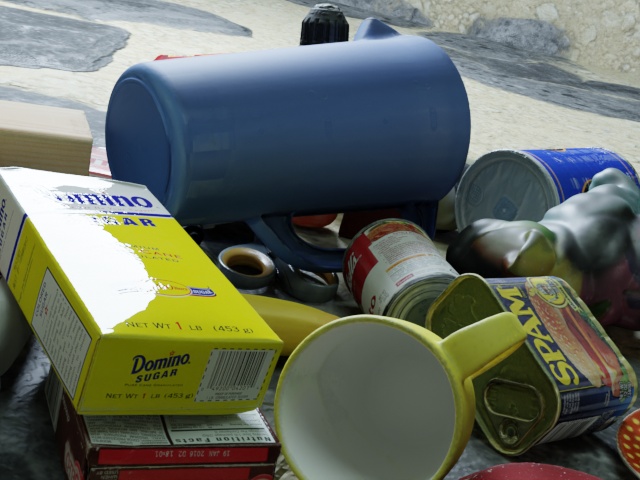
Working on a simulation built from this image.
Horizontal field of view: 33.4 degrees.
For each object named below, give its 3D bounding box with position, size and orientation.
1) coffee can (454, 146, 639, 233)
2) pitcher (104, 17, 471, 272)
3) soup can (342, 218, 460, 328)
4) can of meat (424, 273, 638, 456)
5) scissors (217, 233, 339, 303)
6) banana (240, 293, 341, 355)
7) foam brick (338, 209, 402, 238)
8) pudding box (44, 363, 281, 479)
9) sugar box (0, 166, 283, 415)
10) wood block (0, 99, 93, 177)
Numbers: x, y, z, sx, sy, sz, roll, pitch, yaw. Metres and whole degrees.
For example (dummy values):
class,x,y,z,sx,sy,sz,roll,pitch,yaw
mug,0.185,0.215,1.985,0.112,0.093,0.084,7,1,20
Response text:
class,x,y,z,sx,sy,sz,roll,pitch,yaw
coffee can,0.200,-0.029,0.924,0.140,0.103,0.103,-6,25,-44
pitcher,-0.019,-0.065,0.751,0.242,0.145,0.149,-10,40,-36
soup can,0.059,0.034,0.700,0.068,0.068,0.102,7,19,-16
can of meat,0.123,0.068,0.617,0.083,0.058,0.102,0,49,-42
scissors,-0.055,0.001,0.813,0.096,0.016,0.202,1,21,-30
banana,-0.077,0.049,0.612,0.197,0.037,0.070,5,10,-33
foam brick,0.053,-0.040,0.905,0.053,0.078,0.051,17,18,8
pudding box,-0.079,0.084,0.511,0.089,0.039,0.114,5,21,-23
sugar box,-0.100,0.019,0.525,0.093,0.048,0.176,6,25,-36
wood block,-0.263,-0.047,0.708,0.205,0.091,0.090,5,18,-19
